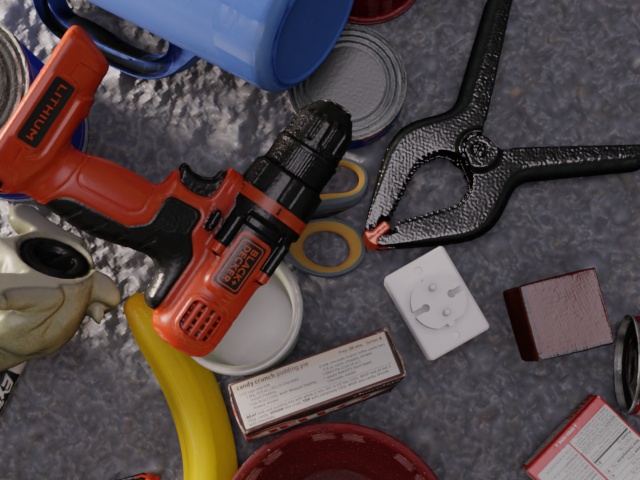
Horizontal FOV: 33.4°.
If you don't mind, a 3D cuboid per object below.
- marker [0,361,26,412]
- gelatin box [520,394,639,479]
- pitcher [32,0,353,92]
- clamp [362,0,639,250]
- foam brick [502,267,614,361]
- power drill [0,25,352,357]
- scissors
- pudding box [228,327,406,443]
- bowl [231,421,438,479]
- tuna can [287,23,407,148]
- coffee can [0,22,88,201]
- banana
[{"bbox_3d":[-0.232,0.109,0.766,0.020,0.020,0.121,26,85,5],"label":"marker"},{"bbox_3d":[0.195,0.162,0.733,0.089,0.030,0.073,44,86,7],"label":"gelatin box"},{"bbox_3d":[-0.103,-0.190,0.722,0.243,0.149,0.145,32,78,19],"label":"pitcher"},{"bbox_3d":[0.121,-0.057,0.757,0.164,0.036,0.210,43,82,7],"label":"clamp"},{"bbox_3d":[0.160,0.051,0.724,0.051,0.078,0.053,-14,85,0],"label":"foam brick"},{"bbox_3d":[-0.092,-0.046,0.649,0.187,0.057,0.184,35,87,-15],"label":"power drill"},{"bbox_3d":[-0.055,0.001,0.772,0.202,0.016,0.096,-21,83,0],"label":"scissors"},{"bbox_3d":[-0.004,0.099,0.715,0.113,0.090,0.039,-21,79,-7],"label":"pudding box"},{"bbox_3d":[0.011,0.203,0.724,0.162,0.055,0.162,0,83,3],"label":"bowl"},{"bbox_3d":[0.019,-0.110,0.772,0.086,0.034,0.086,0,83,3],"label":"tuna can"},{"bbox_3d":[-0.227,-0.088,0.728,0.103,0.140,0.103,0,83,3],"label":"coffee can"},{"bbox_3d":[-0.092,0.131,0.737,0.037,0.069,0.198,-22,72,43],"label":"banana"}]
